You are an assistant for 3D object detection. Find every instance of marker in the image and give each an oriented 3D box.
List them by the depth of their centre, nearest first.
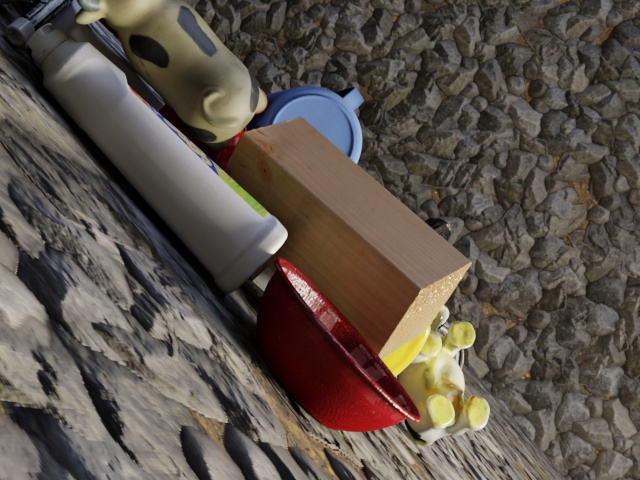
[{"bbox_3d":[-0.224,-0.203,0.903,0.020,0.020,0.121,47,46,-16],"label":"marker"}]

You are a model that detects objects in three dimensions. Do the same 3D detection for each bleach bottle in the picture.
[{"bbox_3d":[-0.135,-0.071,0.837,0.251,0.068,0.102,46,3,-3],"label":"bleach bottle"}]

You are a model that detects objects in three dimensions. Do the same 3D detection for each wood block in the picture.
[{"bbox_3d":[0.013,-0.004,0.921,0.206,0.090,0.090,42,35,18],"label":"wood block"}]

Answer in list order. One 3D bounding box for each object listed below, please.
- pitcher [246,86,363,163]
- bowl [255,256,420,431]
[{"bbox_3d":[-0.027,-0.111,1.177,0.145,0.149,0.243,10,0,-13],"label":"pitcher"},{"bbox_3d":[0.002,0.089,0.796,0.162,0.055,0.162,48,4,-5],"label":"bowl"}]
